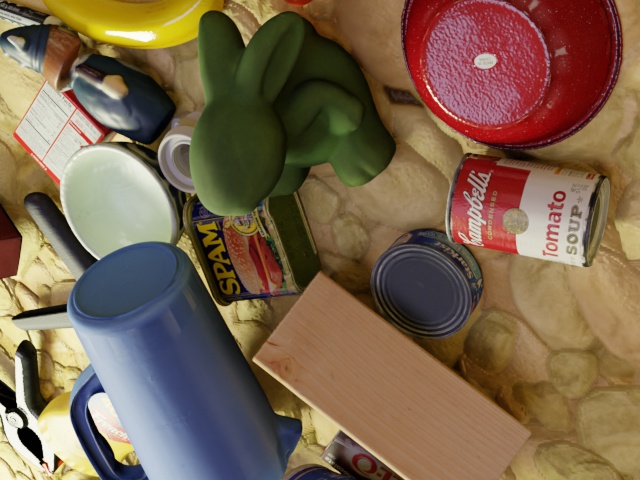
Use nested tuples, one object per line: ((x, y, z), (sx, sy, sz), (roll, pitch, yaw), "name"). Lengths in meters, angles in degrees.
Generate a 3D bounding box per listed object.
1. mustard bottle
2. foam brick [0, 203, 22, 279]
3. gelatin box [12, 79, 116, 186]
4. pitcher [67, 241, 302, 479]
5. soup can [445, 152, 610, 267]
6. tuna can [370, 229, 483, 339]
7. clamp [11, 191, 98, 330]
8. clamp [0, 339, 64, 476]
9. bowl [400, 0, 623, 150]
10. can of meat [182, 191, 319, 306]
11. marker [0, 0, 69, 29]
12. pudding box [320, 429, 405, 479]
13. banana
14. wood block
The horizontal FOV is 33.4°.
((-0.199, 0.170, 1.070), (0.096, 0.058, 0.192), (45, 129, -13), "mustard bottle")
((-0.331, -0.003, 1.039), (0.078, 0.051, 0.053), (47, 134, 36), "foam brick")
((-0.228, -0.100, 0.960), (0.073, 0.030, 0.089), (46, 128, 2), "gelatin box")
((-0.132, 0.125, 0.919), (0.145, 0.149, 0.243), (17, 140, 39), "pitcher")
((0.149, -0.022, 0.765), (0.102, 0.068, 0.068), (12, 121, 23), "soup can")
((0.085, 0.035, 0.853), (0.086, 0.033, 0.086), (14, 121, 23), "tuna can")
((-0.216, 0.066, 1.039), (0.210, 0.036, 0.165), (32, 127, 11), "clamp")
((-0.319, 0.178, 1.158), (0.120, 0.039, 0.171), (-18, 112, 40), "clamp")
((0.120, -0.128, 0.732), (0.162, 0.055, 0.162), (13, 121, 23), "bowl")
((-0.056, 0.001, 0.902), (0.084, 0.057, 0.102), (-8, 112, 29), "can of meat")
((-0.275, -0.202, 0.938), (0.121, 0.020, 0.020), (21, 124, 18), "marker")
((0.068, 0.193, 0.945), (0.113, 0.039, 0.090), (37, 129, 7), "pudding box")
((-0.153, -0.190, 0.868), (0.198, 0.037, 0.069), (3, 87, 25), "banana")
((0.056, 0.126, 0.865), (0.206, 0.090, 0.091), (37, 84, 7), "wood block")
